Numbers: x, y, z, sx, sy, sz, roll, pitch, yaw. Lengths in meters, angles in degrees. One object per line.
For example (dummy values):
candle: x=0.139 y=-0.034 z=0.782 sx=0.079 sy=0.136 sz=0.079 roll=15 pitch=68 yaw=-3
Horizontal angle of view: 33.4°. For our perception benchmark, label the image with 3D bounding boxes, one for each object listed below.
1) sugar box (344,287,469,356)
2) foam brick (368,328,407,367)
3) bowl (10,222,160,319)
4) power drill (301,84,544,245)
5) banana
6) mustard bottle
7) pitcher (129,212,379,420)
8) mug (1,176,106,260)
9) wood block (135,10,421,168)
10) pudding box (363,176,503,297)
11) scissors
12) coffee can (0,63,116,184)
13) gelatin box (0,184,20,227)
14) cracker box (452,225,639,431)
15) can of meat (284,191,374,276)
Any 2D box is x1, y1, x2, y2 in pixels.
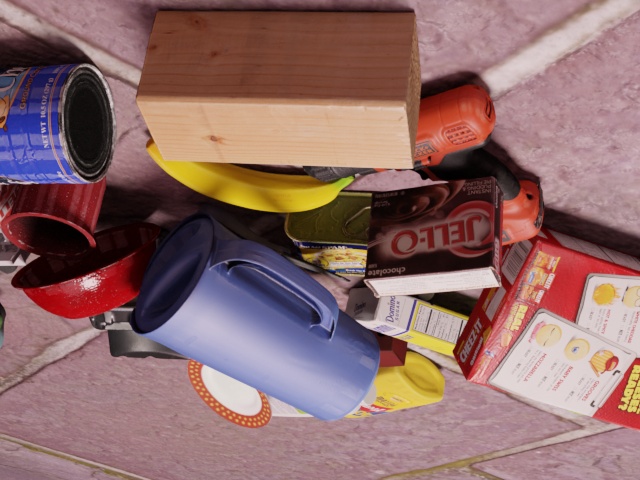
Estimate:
sugar box: x=0.123 y=0.099 z=1.219 sx=0.176 sy=0.048 sz=0.093 roll=17 pitch=170 yaw=-19
foam brick: x=0.062 y=0.120 z=1.292 sx=0.078 sy=0.053 sz=0.051 roll=-5 pitch=149 yaw=22
bowl: x=-0.235 y=0.037 z=1.110 sx=0.162 sy=0.161 sz=0.055 roll=-8 pitch=110 yaw=28
power drill: x=0.101 y=-0.055 z=0.954 sx=0.185 sy=0.057 sz=0.187 roll=-13 pitch=145 yaw=35
banana: x=-0.068 y=-0.060 z=1.019 sx=0.197 sy=0.037 sz=0.070 roll=8 pitch=133 yaw=-2
mustard bottle: x=0.067 y=0.199 z=1.430 sx=0.096 sy=0.058 sz=0.192 roll=30 pitch=145 yaw=-32
pitcher: x=-0.052 y=0.083 z=1.062 sx=0.242 sy=0.145 sz=0.149 roll=33 pitch=-175 yaw=-28
mug: x=-0.266 y=-0.033 z=1.071 sx=0.093 sy=0.081 sz=0.117 roll=19 pitch=150 yaw=-19
wood block: x=-0.028 y=-0.118 z=0.841 sx=0.206 sy=0.090 sz=0.091 roll=3 pitch=152 yaw=10
pudding box: x=0.097 y=-0.002 z=0.902 sx=0.114 sy=0.090 sz=0.039 roll=-8 pitch=145 yaw=23
scissors: x=-0.057 y=0.001 z=1.068 sx=0.096 sy=0.016 sz=0.202 roll=44 pitch=161 yaw=-29
coffee can: x=-0.263 y=-0.099 z=0.926 sx=0.140 sy=0.102 sz=0.102 roll=0 pitch=151 yaw=15
gelatin box: x=-0.331 y=-0.039 z=1.069 sx=0.030 sy=0.089 sz=0.073 roll=29 pitch=151 yaw=6
cracker box: x=0.265 y=0.087 z=1.076 sx=0.213 sy=0.072 sz=0.164 roll=17 pitch=110 yaw=-16
can of meat: x=0.022 y=-0.005 z=1.071 sx=0.102 sy=0.057 sz=0.084 roll=3 pitch=154 yaw=11
